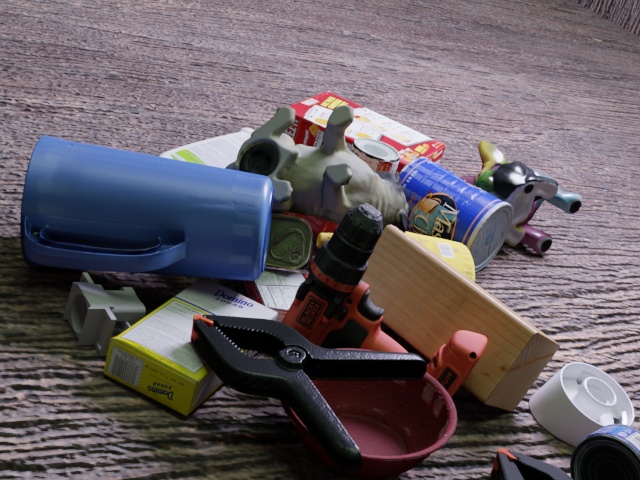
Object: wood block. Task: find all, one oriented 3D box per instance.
[{"bbox_3d":[0.137,0.081,1.138,0.206,0.090,0.090,38,6,31],"label":"wood block"}]

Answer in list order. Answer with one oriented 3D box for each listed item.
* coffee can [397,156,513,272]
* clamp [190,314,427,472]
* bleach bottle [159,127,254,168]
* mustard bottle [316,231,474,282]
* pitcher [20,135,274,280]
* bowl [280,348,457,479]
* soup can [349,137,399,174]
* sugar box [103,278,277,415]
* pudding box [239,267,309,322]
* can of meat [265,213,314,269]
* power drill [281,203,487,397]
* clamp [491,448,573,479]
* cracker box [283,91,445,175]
[{"bbox_3d":[0.170,-0.035,1.420,0.140,0.103,0.102,33,28,28],"label":"coffee can"},{"bbox_3d":[-0.024,0.119,0.928,0.210,0.036,0.164,18,30,11],"label":"clamp"},{"bbox_3d":[-0.158,-0.085,1.345,0.103,0.068,0.250,35,31,31],"label":"bleach bottle"},{"bbox_3d":[0.088,0.020,1.304,0.191,0.058,0.096,13,31,-13],"label":"mustard bottle"},{"bbox_3d":[-0.173,-0.020,1.072,0.243,0.149,0.145,7,-17,-1],"label":"pitcher"},{"bbox_3d":[0.039,0.165,0.963,0.162,0.055,0.162,8,27,-4],"label":"bowl"},{"bbox_3d":[0.060,-0.079,1.433,0.068,0.102,0.068,15,26,-8],"label":"soup can"},{"bbox_3d":[-0.120,0.097,1.020,0.093,0.048,0.176,25,22,15],"label":"sugar box"},{"bbox_3d":[-0.023,0.070,1.149,0.113,0.039,0.090,7,27,-20],"label":"pudding box"},{"bbox_3d":[-0.058,0.001,1.196,0.102,0.057,0.084,9,-4,5],"label":"can of meat"},{"bbox_3d":[0.065,0.078,1.045,0.188,0.185,0.057,33,27,8],"label":"power drill"},{"bbox_3d":[0.229,0.246,0.963,0.120,0.039,0.172,2,30,-35],"label":"clamp"},{"bbox_3d":[0.059,-0.141,1.598,0.214,0.072,0.164,26,25,16],"label":"cracker box"}]
